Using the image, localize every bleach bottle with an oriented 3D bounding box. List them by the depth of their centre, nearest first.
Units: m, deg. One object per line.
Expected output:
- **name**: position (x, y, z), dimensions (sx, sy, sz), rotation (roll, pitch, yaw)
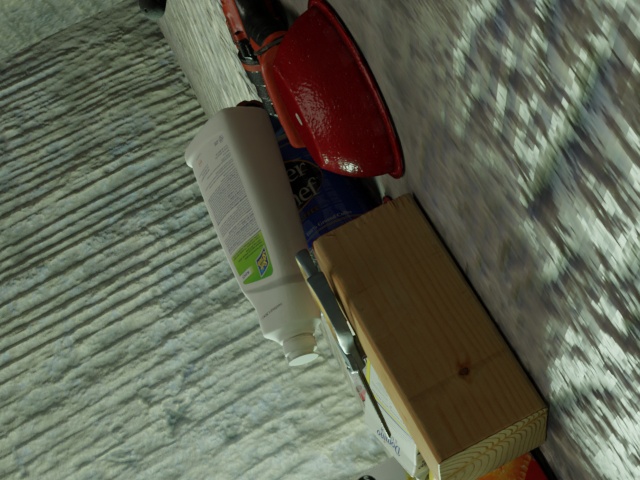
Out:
- **bleach bottle**: position (-0.057, 0.001, 1.017), dimensions (0.103, 0.067, 0.251), rotation (-44, 58, 48)

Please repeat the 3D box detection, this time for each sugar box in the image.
- **sugar box**: position (0.090, 0.159, 1.121), dimensions (0.093, 0.048, 0.176), rotation (45, 152, 36)

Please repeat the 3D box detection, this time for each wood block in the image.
- **wood block**: position (0.083, 0.078, 0.834), dimensions (0.206, 0.091, 0.090), rotation (61, 175, 29)

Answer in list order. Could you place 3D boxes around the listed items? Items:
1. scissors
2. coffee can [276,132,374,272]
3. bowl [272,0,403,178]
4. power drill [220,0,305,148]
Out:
- **scissors**: position (0.019, 0.082, 0.897), dimensions (0.096, 0.016, 0.201), rotation (61, 176, 41)
- **coffee can**: position (-0.003, -0.030, 1.084), dimensions (0.140, 0.102, 0.103), rotation (59, 174, 36)
- **bowl**: position (0.005, -0.111, 0.857), dimensions (0.162, 0.055, 0.162), rotation (62, 176, 8)
- **power drill**: position (-0.040, -0.164, 1.024), dimensions (0.188, 0.057, 0.184), rotation (57, 172, 52)
